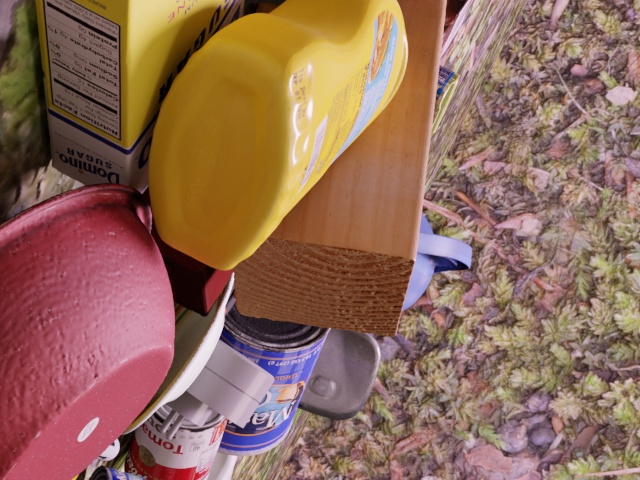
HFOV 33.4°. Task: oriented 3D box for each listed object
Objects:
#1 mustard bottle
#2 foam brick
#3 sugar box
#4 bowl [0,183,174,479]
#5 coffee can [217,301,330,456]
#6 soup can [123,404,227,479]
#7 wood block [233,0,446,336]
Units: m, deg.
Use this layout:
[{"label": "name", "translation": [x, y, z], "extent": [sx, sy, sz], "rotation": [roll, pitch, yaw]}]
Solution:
[{"label": "mustard bottle", "translation": [-0.004, -0.068, 0.471], "extent": [0.191, 0.058, 0.096], "rotation": [-49, 160, -56]}, {"label": "foam brick", "translation": [-0.075, 0.000, 0.600], "extent": [0.051, 0.053, 0.078], "rotation": [-59, 171, -21]}, {"label": "sugar box", "translation": [-0.061, -0.097, 0.388], "extent": [0.093, 0.048, 0.176], "rotation": [-58, 170, -29]}, {"label": "bowl", "translation": [-0.109, 0.056, 0.412], "extent": [0.162, 0.055, 0.162], "rotation": [-45, 168, -13]}, {"label": "coffee can", "translation": [-0.056, 0.094, 0.868], "extent": [0.102, 0.103, 0.140], "rotation": [-54, 168, -47]}, {"label": "soup can", "translation": [-0.111, 0.149, 0.825], "extent": [0.068, 0.068, 0.102], "rotation": [-54, 168, -48]}, {"label": "wood block", "translation": [0.014, -0.063, 0.586], "extent": [0.091, 0.090, 0.206], "rotation": [93, 5, -61]}]
